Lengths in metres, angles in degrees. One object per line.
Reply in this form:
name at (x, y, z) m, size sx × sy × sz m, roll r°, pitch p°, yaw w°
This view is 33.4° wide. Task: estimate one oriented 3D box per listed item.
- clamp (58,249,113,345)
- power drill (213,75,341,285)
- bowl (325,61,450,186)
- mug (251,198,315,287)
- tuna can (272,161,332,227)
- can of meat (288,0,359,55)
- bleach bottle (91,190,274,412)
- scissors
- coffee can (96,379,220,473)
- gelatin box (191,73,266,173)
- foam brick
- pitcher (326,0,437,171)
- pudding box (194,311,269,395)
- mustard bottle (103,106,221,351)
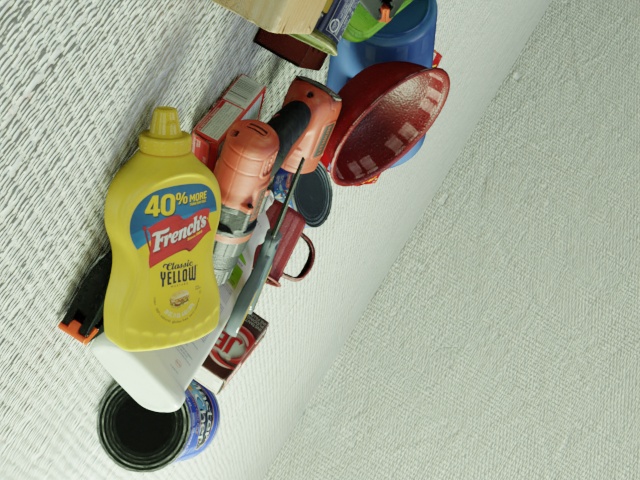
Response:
clamp at (-0.160, 0.022, 0.929) m, size 0.171 × 0.039 × 0.120 m, roll -53°, pitch 161°, yaw -19°
power drill at (-0.053, -0.061, 1.005) m, size 0.187 × 0.057 × 0.185 m, roll -54°, pitch 171°, yaw -50°
bowl at (0.057, -0.132, 1.107) m, size 0.162 × 0.055 × 0.162 m, roll -35°, pitch 158°, yaw -17°
mug at (-0.058, 0.001, 1.191) m, size 0.081 × 0.117 × 0.093 m, roll -64°, pitch -166°, yaw -9°
tuna can at (-0.022, -0.057, 1.302) m, size 0.086 × 0.034 × 0.086 m, roll 6°, pitch 83°, yaw -56°
can of meat at (-0.015, -0.205, 0.830) m, size 0.084 × 0.102 × 0.057 m, roll -63°, pitch 170°, yaw 4°
bleach bottle at (-0.115, 0.041, 1.054) m, size 0.068 × 0.102 × 0.250 m, roll -7°, pitch -141°, yaw 45°
scissors at (-0.054, 0.017, 1.005) m, size 0.202 × 0.016 × 0.096 m, roll 111°, pitch 3°, yaw -50°
coffee can at (-0.175, 0.198, 1.175) m, size 0.103 × 0.103 × 0.140 m, roll -60°, pitch 170°, yaw -2°
gelatin box at (-0.088, -0.098, 0.979) m, size 0.089 × 0.030 × 0.073 m, roll -55°, pitch 170°, yaw -34°
foam brick at (-0.019, -0.193, 0.991) m, size 0.053 × 0.051 × 0.078 m, roll -62°, pitch 170°, yaw 13°
pitcher at (0.064, -0.188, 1.225) m, size 0.145 × 0.149 × 0.243 m, roll -14°, pitch 154°, yaw -8°
pudding box at (-0.123, 0.091, 1.100) m, size 0.090 × 0.113 × 0.039 m, roll -52°, pitch 172°, yaw -41°
mustard bottle at (-0.125, -0.012, 0.851) m, size 0.096 × 0.058 × 0.192 m, roll -11°, pitch 114°, yaw -35°
